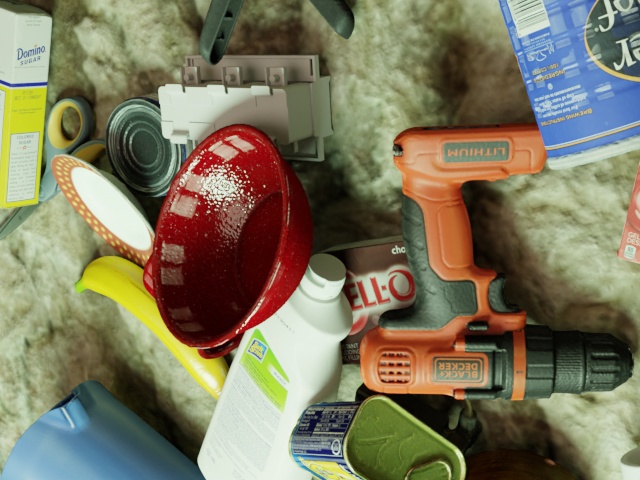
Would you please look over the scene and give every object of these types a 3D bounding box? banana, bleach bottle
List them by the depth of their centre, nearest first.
[{"bbox_3d":[-0.025,0.116,0.831,0.103,0.067,0.251,43,133,25],"label":"bleach bottle"},{"bbox_3d":[-0.145,0.067,0.943,0.198,0.037,0.070,35,149,23],"label":"banana"}]

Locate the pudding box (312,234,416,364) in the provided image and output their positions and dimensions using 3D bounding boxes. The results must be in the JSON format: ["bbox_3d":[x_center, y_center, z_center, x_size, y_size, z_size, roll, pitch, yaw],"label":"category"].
[{"bbox_3d":[0.056,0.042,0.797,0.114,0.039,0.090,-10,99,36],"label":"pudding box"}]

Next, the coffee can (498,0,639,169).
[{"bbox_3d":[0.165,-0.124,0.633,0.103,0.102,0.140,-16,95,36],"label":"coffee can"}]

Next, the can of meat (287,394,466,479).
[{"bbox_3d":[0.038,0.155,0.764,0.102,0.057,0.084,37,154,-22],"label":"can of meat"}]

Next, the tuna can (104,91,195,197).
[{"bbox_3d":[-0.138,-0.080,0.890,0.086,0.033,0.086,11,110,31],"label":"tuna can"}]

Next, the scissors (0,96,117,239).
[{"bbox_3d":[-0.256,-0.067,0.984,0.202,0.016,0.096,-17,93,36],"label":"scissors"}]

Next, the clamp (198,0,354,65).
[{"bbox_3d":[-0.051,-0.212,0.778,0.120,0.039,0.171,-16,88,14],"label":"clamp"}]

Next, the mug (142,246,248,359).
[{"bbox_3d":[-0.082,0.026,0.857,0.081,0.093,0.117,42,109,21],"label":"mug"}]

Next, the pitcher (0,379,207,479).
[{"bbox_3d":[-0.155,0.250,0.956,0.243,0.149,0.145,33,92,17],"label":"pitcher"}]

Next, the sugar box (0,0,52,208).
[{"bbox_3d":[-0.289,-0.127,0.960,0.093,0.048,0.176,25,112,35],"label":"sugar box"}]

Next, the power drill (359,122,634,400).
[{"bbox_3d":[0.118,0.016,0.715,0.184,0.057,0.188,0,98,4],"label":"power drill"}]

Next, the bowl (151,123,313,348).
[{"bbox_3d":[-0.055,0.001,0.765,0.162,0.055,0.162,-19,65,46],"label":"bowl"}]
